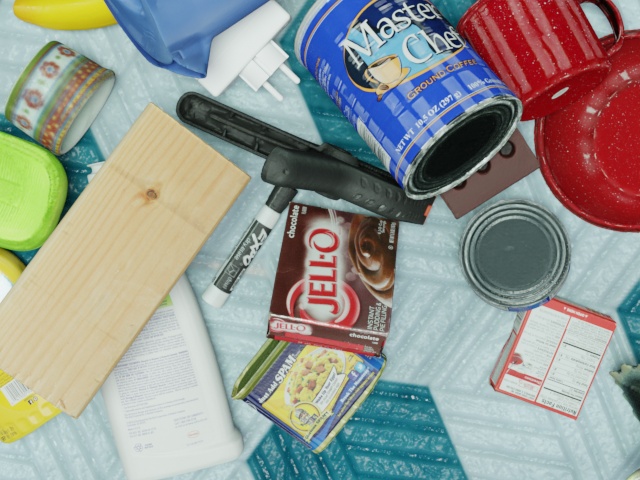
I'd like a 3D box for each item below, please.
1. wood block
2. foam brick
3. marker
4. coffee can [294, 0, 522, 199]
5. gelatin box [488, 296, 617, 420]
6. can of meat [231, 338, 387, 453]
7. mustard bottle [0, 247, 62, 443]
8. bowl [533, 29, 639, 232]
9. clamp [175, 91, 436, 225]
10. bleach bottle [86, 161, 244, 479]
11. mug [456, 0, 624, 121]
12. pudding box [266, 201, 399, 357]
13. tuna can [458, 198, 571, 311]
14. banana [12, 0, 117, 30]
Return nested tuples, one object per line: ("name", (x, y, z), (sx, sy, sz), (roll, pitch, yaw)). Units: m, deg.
("wood block", (-0.149, 0.014, 0.769), (0.090, 0.090, 0.206), (37, 84, -9))
("foam brick", (0.122, -0.061, 0.828), (0.078, 0.051, 0.053), (-34, 98, 6))
("marker", (-0.056, 0.001, 0.859), (0.020, 0.020, 0.121), (33, 99, -5))
("coffee can", (0.061, -0.115, 0.766), (0.103, 0.102, 0.140), (-39, 68, 7))
("gelatin box", (0.188, 0.092, 0.866), (0.073, 0.030, 0.089), (20, 99, -4))
("can of meat", (-0.008, 0.108, 0.858), (0.084, 0.057, 0.102), (37, 98, -7))
("mustard bottle", (-0.267, 0.061, 0.852), (0.096, 0.058, 0.191), (-34, 98, 5))
("bowl", (0.250, -0.081, 0.822), (0.162, 0.055, 0.162), (0, 100, 1))
("clamp", (-0.001, -0.056, 0.800), (0.209, 0.165, 0.036), (16, 104, -41))
("bleach bottle", (-0.135, 0.058, 0.849), (0.102, 0.068, 0.251), (-12, 96, -9))
("mug", (0.169, -0.145, 0.784), (0.117, 0.093, 0.081), (-22, 76, -14))
("pudding box", (0.010, 0.029, 0.820), (0.090, 0.113, 0.039), (10, 140, -2))
("tuna can", (0.152, 0.012, 0.835), (0.086, 0.033, 0.086), (-3, 78, 13))
("banana", (-0.140, -0.207, 0.816), (0.198, 0.037, 0.070), (-33, 77, 5))
